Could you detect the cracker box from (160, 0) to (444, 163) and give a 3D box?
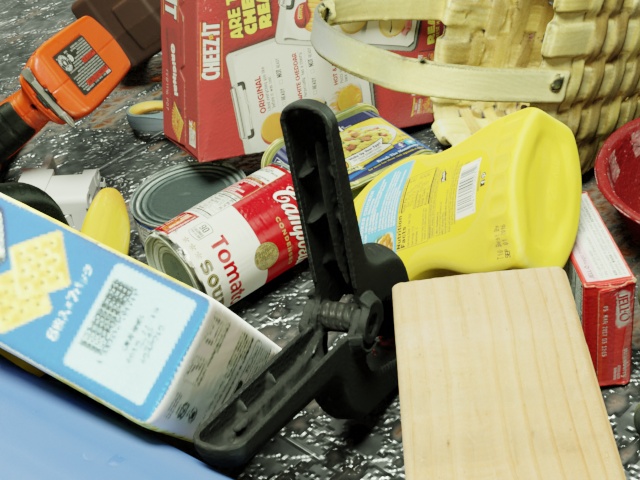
[{"bbox_3d":[-0.009,-0.159,0.783,0.213,0.164,0.072,-13,28,-30],"label":"cracker box"}]

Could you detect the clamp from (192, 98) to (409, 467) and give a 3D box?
[{"bbox_3d":[0.011,0.029,0.538,0.036,0.164,0.209,11,-4,25],"label":"clamp"}]

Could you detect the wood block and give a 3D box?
[{"bbox_3d":[0.085,0.112,0.484,0.090,0.091,0.206,-6,35,5],"label":"wood block"}]

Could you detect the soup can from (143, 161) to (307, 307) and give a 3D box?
[{"bbox_3d":[-0.055,0.001,0.694,0.102,0.068,0.069,-32,40,-27],"label":"soup can"}]

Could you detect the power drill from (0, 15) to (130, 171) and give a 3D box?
[{"bbox_3d":[-0.232,-0.091,0.815,0.188,0.057,0.184,-34,19,26],"label":"power drill"}]

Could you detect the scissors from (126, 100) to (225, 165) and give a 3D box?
[{"bbox_3d":[-0.116,-0.089,0.852,0.096,0.016,0.201,-10,24,4],"label":"scissors"}]

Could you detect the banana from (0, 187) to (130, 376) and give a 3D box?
[{"bbox_3d":[-0.171,0.037,0.682,0.037,0.069,0.197,-40,6,47],"label":"banana"}]

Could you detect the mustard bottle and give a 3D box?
[{"bbox_3d":[0.063,-0.007,0.633,0.192,0.058,0.096,-19,56,51],"label":"mustard bottle"}]

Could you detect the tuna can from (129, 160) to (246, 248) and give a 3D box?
[{"bbox_3d":[-0.091,-0.021,0.764,0.086,0.034,0.086,-7,35,5],"label":"tuna can"}]

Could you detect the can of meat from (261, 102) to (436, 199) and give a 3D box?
[{"bbox_3d":[0.024,-0.044,0.749,0.102,0.057,0.084,-26,40,-22],"label":"can of meat"}]
